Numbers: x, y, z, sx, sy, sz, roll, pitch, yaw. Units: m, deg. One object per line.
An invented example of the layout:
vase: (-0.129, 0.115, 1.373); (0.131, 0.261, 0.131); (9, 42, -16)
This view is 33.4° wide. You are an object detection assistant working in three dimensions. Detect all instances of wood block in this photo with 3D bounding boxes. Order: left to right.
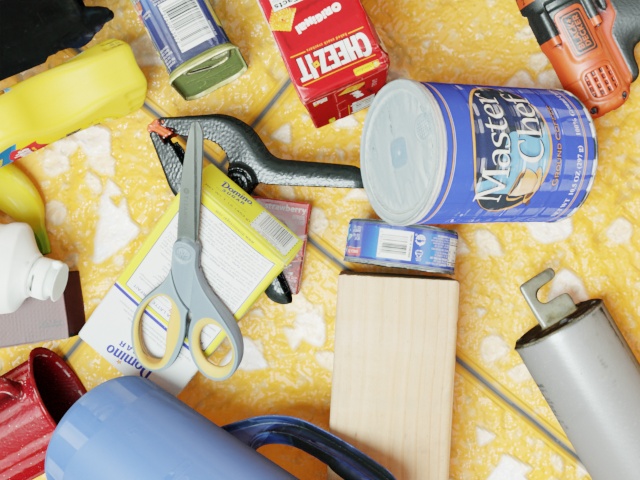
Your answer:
wood block: (0.052, 0.129, 0.812); (0.090, 0.091, 0.206); (3, 90, 1)

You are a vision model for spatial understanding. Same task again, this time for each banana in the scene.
banana: (-0.301, -0.049, 0.847); (0.198, 0.037, 0.069); (18, 91, 2)

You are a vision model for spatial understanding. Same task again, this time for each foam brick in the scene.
foam brick: (-0.231, 0.055, 0.839); (0.078, 0.051, 0.053); (-7, 91, 2)

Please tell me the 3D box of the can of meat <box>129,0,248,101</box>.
can of meat: (-0.102, -0.161, 0.811); (0.057, 0.102, 0.084); (-28, 87, 1)

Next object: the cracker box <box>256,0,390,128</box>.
cracker box: (-0.018, -0.199, 0.777); (0.072, 0.164, 0.214); (-23, 89, 3)

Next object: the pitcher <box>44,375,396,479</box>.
pitcher: (-0.069, 0.187, 0.732); (0.243, 0.149, 0.145); (30, 104, 34)

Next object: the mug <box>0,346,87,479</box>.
mug: (-0.233, 0.136, 0.811); (0.081, 0.117, 0.093); (-30, 59, 6)

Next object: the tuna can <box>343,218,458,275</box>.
tuna can: (0.062, 0.005, 0.814); (0.086, 0.086, 0.034); (7, 88, 1)

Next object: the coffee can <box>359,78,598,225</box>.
coffee can: (0.114, -0.063, 0.776); (0.140, 0.103, 0.103); (-1, 90, -29)

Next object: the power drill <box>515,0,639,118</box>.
power drill: (0.243, -0.211, 0.825); (0.187, 0.057, 0.184); (-26, 93, 4)

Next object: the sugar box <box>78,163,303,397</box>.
sugar box: (-0.100, 0.037, 0.803); (0.093, 0.048, 0.176); (41, 122, 1)

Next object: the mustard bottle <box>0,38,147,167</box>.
mustard bottle: (-0.226, -0.086, 0.785); (0.191, 0.096, 0.058); (-28, 100, -22)

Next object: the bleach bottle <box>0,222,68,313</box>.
bleach bottle: (-0.307, -0.011, 0.794); (0.251, 0.068, 0.102); (16, 88, 7)

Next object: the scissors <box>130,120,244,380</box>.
scissors: (-0.079, 0.022, 0.750); (0.096, 0.016, 0.202); (28, 120, 6)

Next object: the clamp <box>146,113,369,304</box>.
clamp: (-0.050, -0.048, 0.809); (0.171, 0.039, 0.120); (43, 93, 0)

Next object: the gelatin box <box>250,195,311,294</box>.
gelatin box: (-0.056, 0.001, 0.844); (0.089, 0.030, 0.073); (8, 90, 1)
